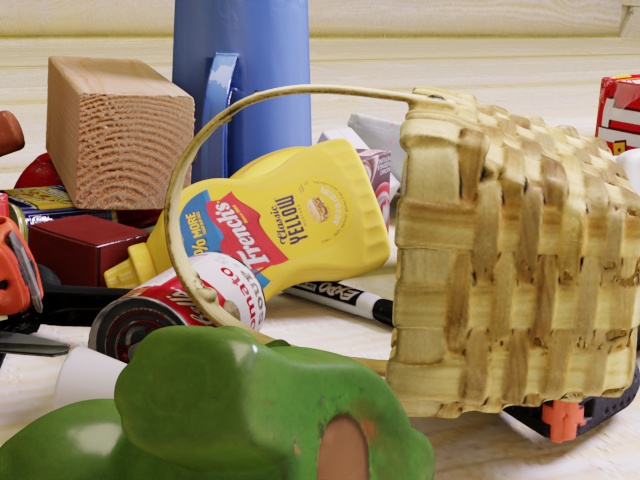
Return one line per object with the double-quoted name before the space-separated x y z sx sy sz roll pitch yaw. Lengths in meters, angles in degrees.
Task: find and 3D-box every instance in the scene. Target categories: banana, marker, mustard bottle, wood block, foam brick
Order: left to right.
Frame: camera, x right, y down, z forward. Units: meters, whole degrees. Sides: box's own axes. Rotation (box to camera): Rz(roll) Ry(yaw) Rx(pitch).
"foam brick" -0.165 0.016 0.766 0.078 0.053 0.051 15 20 37
"wood block" -0.174 -0.095 0.895 0.090 0.091 0.206 -1 17 -20
"mustard bottle" -0.055 0.001 0.737 0.191 0.096 0.058 -18 -7 -10
"banana" -0.037 -0.034 0.839 0.037 0.069 0.197 -5 27 40
"marker" 0.017 0.041 0.755 0.121 0.020 0.020 16 21 41

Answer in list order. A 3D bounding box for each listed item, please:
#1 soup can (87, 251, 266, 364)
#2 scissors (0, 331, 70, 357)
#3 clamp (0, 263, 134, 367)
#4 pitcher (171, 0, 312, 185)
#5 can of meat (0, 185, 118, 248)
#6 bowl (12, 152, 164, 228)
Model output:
"soup can" -0.080 0.051 0.619 0.069 0.068 0.102 6 16 17
"scissors" -0.226 0.062 0.598 0.096 0.016 0.202 -31 26 -32
"clamp" -0.186 0.042 0.689 0.120 0.039 0.172 -12 22 -27
"pitcher" -0.069 -0.118 0.902 0.144 0.243 0.149 -12 23 -33
"can of meat" -0.221 -0.011 0.855 0.083 0.057 0.102 -8 18 -37
"bowl" -0.220 -0.053 1.007 0.162 0.055 0.162 1 16 -1
